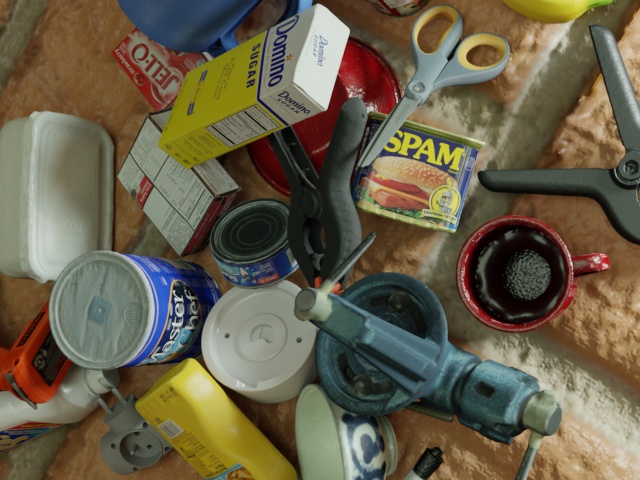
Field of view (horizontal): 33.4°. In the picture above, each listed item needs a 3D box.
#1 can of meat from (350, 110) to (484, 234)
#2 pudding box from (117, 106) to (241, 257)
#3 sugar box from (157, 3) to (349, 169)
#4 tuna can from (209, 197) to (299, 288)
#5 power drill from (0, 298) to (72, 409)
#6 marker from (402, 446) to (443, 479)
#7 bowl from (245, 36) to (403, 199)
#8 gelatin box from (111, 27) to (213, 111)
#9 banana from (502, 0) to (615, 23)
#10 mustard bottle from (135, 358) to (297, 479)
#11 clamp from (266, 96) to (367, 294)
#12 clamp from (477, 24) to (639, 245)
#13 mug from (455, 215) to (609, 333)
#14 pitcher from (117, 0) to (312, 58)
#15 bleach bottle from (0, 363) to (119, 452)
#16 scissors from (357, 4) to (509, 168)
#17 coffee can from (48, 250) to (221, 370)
[{"bbox_3d":[0.079,-0.058,0.918,0.102,0.057,0.084,16,95,-4],"label":"can of meat"},{"bbox_3d":[-0.135,-0.055,1.007,0.113,0.039,0.090,49,130,15],"label":"pudding box"},{"bbox_3d":[-0.060,-0.129,0.914,0.177,0.048,0.093,-21,43,43],"label":"sugar box"},{"bbox_3d":[-0.056,0.001,0.967,0.086,0.033,0.086,-11,44,10],"label":"tuna can"},{"bbox_3d":[-0.317,0.093,1.027,0.188,0.057,0.184,-5,45,28],"label":"power drill"},{"bbox_3d":[0.068,0.229,0.935,0.020,0.020,0.121,40,100,19],"label":"marker"},{"bbox_3d":[-0.008,-0.116,0.970,0.162,0.055,0.162,-2,85,21],"label":"bowl"},{"bbox_3d":[-0.151,-0.175,1.043,0.073,0.030,0.089,-42,73,14],"label":"gelatin box"},{"bbox_3d":[0.163,-0.251,0.925,0.069,0.037,0.198,-39,74,-4],"label":"banana"},{"bbox_3d":[-0.077,0.194,0.952,0.191,0.058,0.096,48,143,-4],"label":"mustard bottle"},{"bbox_3d":[0.006,-0.039,0.895,0.120,0.039,0.171,-12,91,55],"label":"clamp"},{"bbox_3d":[0.256,-0.068,0.872,0.210,0.036,0.164,32,98,18],"label":"clamp"},{"bbox_3d":[0.177,0.026,0.873,0.117,0.081,0.093,-14,81,20],"label":"mug"},{"bbox_3d":[-0.066,-0.260,0.909,0.243,0.149,0.145,-28,50,52],"label":"pitcher"},{"bbox_3d":[-0.313,0.169,1.044,0.251,0.102,0.068,-22,66,18],"label":"bleach bottle"},{"bbox_3d":[0.101,-0.124,0.893,0.096,0.016,0.201,15,55,5],"label":"scissors"},{"bbox_3d":[-0.164,0.064,0.972,0.103,0.140,0.103,-2,86,21],"label":"coffee can"}]
